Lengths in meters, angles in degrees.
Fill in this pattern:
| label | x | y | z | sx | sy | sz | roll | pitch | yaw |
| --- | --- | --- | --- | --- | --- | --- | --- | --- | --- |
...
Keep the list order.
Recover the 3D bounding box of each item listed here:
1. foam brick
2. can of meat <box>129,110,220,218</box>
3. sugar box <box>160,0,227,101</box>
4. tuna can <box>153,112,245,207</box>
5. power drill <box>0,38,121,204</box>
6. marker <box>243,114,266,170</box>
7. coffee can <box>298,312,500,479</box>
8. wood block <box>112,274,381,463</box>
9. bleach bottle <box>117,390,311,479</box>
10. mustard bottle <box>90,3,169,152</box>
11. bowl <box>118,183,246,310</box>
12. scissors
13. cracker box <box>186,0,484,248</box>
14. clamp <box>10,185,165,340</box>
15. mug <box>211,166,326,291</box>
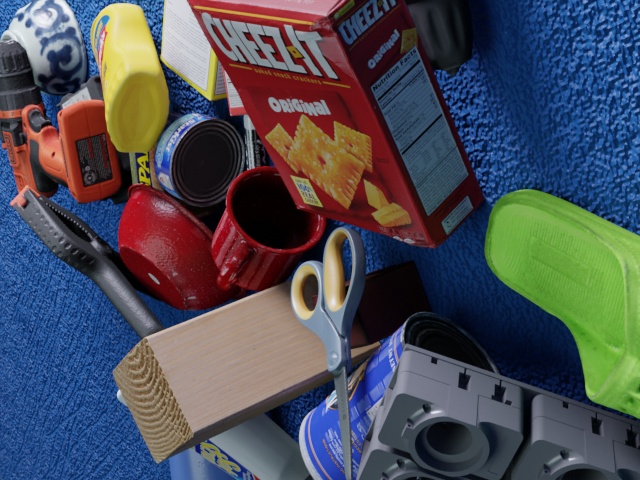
| label | x | y | z | sx | sy | sz | roll | pitch | yaw |
| --- | --- | --- | --- | --- | --- | --- | --- | --- | --- |
| foam brick | 0.044 | 0.055 | 0.889 | 0.053 | 0.078 | 0.051 | -20 | 90 | 51 |
| can of meat | -0.145 | -0.078 | 1.079 | 0.084 | 0.057 | 0.102 | 21 | 122 | 42 |
| sugar box | -0.099 | -0.226 | 0.961 | 0.093 | 0.048 | 0.176 | 40 | 132 | 36 |
| tuna can | -0.115 | -0.078 | 1.017 | 0.034 | 0.085 | 0.086 | 25 | 125 | 45 |
| power drill | -0.289 | -0.121 | 1.144 | 0.188 | 0.057 | 0.184 | 18 | 124 | 50 |
| marker | -0.061 | -0.088 | 0.999 | 0.020 | 0.020 | 0.121 | 20 | 122 | 45 |
| coffee can | 0.064 | 0.139 | 0.853 | 0.140 | 0.102 | 0.103 | -48 | 68 | 32 |
| wood block | -0.063 | 0.104 | 0.937 | 0.091 | 0.205 | 0.090 | 61 | 142 | 11 |
| bleach bottle | -0.070 | 0.191 | 1.003 | 0.251 | 0.068 | 0.103 | 37 | 152 | -4 |
| mustard bottle | -0.192 | -0.178 | 1.054 | 0.192 | 0.058 | 0.096 | -111 | 26 | -45 |
| bowl | -0.152 | 0.020 | 1.079 | 0.162 | 0.055 | 0.162 | 35 | 157 | 17 |
| scissors | 0.003 | 0.089 | 0.833 | 0.096 | 0.016 | 0.202 | -18 | 62 | 52 |
| cracker box | 0.011 | -0.103 | 0.795 | 0.164 | 0.072 | 0.213 | 19 | 147 | 46 |
| clamp | -0.232 | 0.024 | 1.111 | 0.210 | 0.036 | 0.164 | 41 | -173 | -20 |
| mug | -0.056 | 0.001 | 0.962 | 0.093 | 0.117 | 0.082 | 34 | 142 | 1 |
